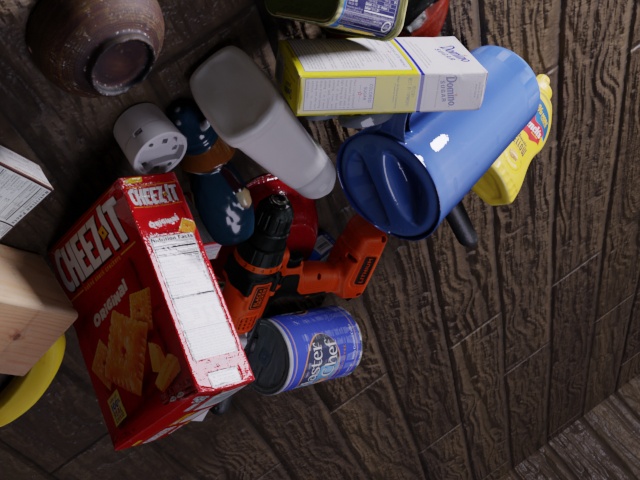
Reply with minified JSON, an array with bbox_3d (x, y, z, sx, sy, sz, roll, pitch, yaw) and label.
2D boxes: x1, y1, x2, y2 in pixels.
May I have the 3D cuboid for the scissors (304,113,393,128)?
[{"bbox_3d":[0.083,-0.140,1.021,0.201,0.096,0.016,-15,116,-15],"label":"scissors"}]

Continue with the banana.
[{"bbox_3d":[-0.320,0.139,1.162,0.069,0.037,0.198,5,132,-29],"label":"banana"}]

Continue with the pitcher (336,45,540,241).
[{"bbox_3d":[0.139,-0.124,1.169,0.242,0.145,0.149,-42,-170,-34],"label":"pitcher"}]

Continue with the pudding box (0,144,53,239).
[{"bbox_3d":[-0.298,-0.042,0.911,0.090,0.039,0.113,-43,154,7],"label":"pudding box"}]

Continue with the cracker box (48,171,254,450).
[{"bbox_3d":[-0.166,0.068,0.998,0.071,0.214,0.164,-10,161,-43],"label":"cracker box"}]

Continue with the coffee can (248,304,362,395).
[{"bbox_3d":[-0.027,0.147,1.445,0.140,0.103,0.103,-7,139,-45],"label":"coffee can"}]

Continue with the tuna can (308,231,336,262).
[{"bbox_3d":[-0.010,0.030,1.344,0.086,0.034,0.086,-43,164,-16],"label":"tuna can"}]

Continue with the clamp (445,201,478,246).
[{"bbox_3d":[0.144,-0.103,1.301,0.036,0.164,0.209,-5,155,40],"label":"clamp"}]

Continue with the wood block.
[{"bbox_3d":[-0.331,0.052,0.956,0.091,0.090,0.205,-46,151,11],"label":"wood block"}]

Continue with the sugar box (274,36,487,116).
[{"bbox_3d":[0.053,-0.151,0.976,0.176,0.093,0.048,-1,122,-15],"label":"sugar box"}]

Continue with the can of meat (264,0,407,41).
[{"bbox_3d":[0.012,-0.216,0.953,0.083,0.102,0.057,0,104,-46],"label":"can of meat"}]

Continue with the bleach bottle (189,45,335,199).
[{"bbox_3d":[-0.037,-0.096,1.069,0.068,0.103,0.250,-38,152,5],"label":"bleach bottle"}]

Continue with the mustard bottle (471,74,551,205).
[{"bbox_3d":[0.242,-0.141,1.335,0.096,0.058,0.191,51,56,-26],"label":"mustard bottle"}]

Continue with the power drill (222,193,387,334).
[{"bbox_3d":[-0.018,0.016,1.178,0.187,0.057,0.185,-9,138,-37],"label":"power drill"}]

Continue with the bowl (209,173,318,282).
[{"bbox_3d":[-0.058,0.002,1.223,0.162,0.055,0.162,-27,144,-22],"label":"bowl"}]
